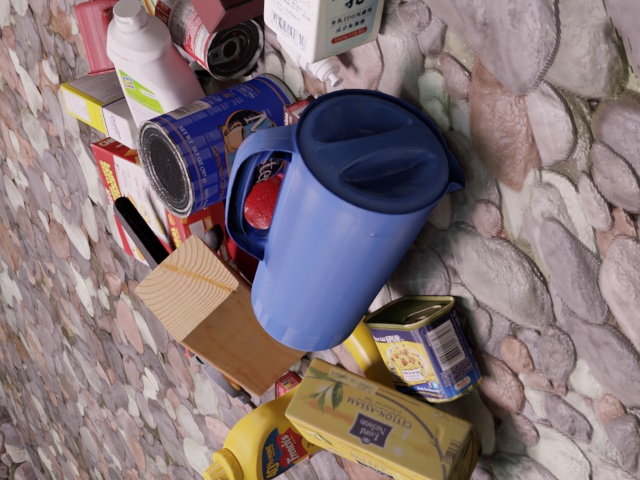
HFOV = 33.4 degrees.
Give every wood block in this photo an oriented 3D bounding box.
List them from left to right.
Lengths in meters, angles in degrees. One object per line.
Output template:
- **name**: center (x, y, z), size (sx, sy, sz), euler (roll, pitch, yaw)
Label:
- **wood block**: center (-0.103, 0.088, 1.187), size (0.091, 0.090, 0.206), euler (45, 178, 32)

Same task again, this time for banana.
- **banana**: center (0.057, 0.135, 1.109), size (0.198, 0.037, 0.070), euler (61, 150, 4)

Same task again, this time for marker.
- **marker**: center (-0.106, -0.183, 1.137), size (0.121, 0.020, 0.020), euler (13, 124, 56)

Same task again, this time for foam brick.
- **foam brick**: center (-0.076, -0.234, 0.984), size (0.051, 0.078, 0.053), euler (61, 152, 2)

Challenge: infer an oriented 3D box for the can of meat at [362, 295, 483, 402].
- **can of meat**: center (0.097, 0.101, 0.996), size (0.102, 0.057, 0.084), euler (-5, 111, 61)

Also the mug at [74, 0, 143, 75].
- **mug**: center (-0.234, -0.238, 1.222), size (0.117, 0.093, 0.081), euler (-92, -10, -75)

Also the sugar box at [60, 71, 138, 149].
- **sugar box**: center (-0.231, -0.164, 1.286), size (0.176, 0.093, 0.048), euler (32, 139, 45)

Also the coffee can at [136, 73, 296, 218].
- **coffee can**: center (-0.097, -0.096, 1.067), size (0.103, 0.140, 0.103), euler (40, 144, 37)

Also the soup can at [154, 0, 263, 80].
- **soup can**: center (-0.114, -0.214, 1.073), size (0.102, 0.068, 0.068), euler (42, 145, 35)

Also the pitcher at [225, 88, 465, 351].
- **pitcher**: center (0.005, -0.008, 0.936), size (0.149, 0.144, 0.243), euler (43, 142, 16)

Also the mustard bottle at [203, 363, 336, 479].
- **mustard bottle**: center (-0.047, 0.218, 1.190), size (0.058, 0.191, 0.096), euler (39, 144, 38)

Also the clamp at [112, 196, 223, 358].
- **clamp**: center (-0.174, 0.045, 1.270), size (0.165, 0.036, 0.210), euler (23, 132, 30)

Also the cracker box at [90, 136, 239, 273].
- **cracker box**: center (-0.196, -0.041, 1.351), size (0.214, 0.072, 0.164), euler (24, 134, 51)

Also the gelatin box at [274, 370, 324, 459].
- **gelatin box**: center (-0.026, 0.217, 1.325), size (0.073, 0.030, 0.089), euler (42, 145, 35)

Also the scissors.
- **scissors**: center (-0.107, 0.172, 1.289), size (0.096, 0.016, 0.201), euler (48, 175, 25)

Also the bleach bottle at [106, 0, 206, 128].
- **bleach bottle**: center (-0.159, -0.150, 1.117), size (0.103, 0.068, 0.251), euler (25, 154, 24)

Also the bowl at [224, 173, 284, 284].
- **bowl**: center (-0.058, 0.001, 1.173), size (0.162, 0.055, 0.162), euler (39, 143, 37)
